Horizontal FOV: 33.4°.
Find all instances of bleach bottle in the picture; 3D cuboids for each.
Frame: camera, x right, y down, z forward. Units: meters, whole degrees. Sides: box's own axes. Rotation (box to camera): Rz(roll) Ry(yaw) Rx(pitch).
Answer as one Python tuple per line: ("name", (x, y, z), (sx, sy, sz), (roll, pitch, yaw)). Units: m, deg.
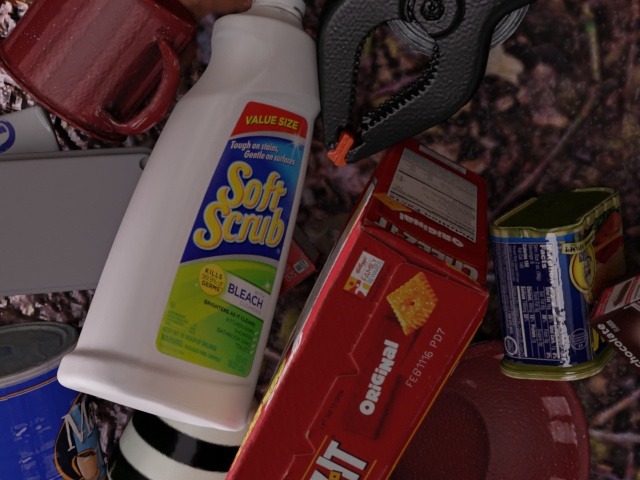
("bleach bottle", (-0.056, -0.031, 0.579), (0.068, 0.102, 0.251), (-1, 69, 45))

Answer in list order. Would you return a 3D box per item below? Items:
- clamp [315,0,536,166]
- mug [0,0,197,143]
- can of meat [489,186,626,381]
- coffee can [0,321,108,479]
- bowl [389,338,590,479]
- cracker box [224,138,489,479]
("clamp", (0.069, -0.126, 0.562), (0.164, 0.036, 0.210), (23, 114, -6))
("mug", (-0.118, -0.108, 0.600), (0.081, 0.093, 0.117), (-49, 55, 13))
("can of meat", (0.136, 0.021, 0.600), (0.058, 0.101, 0.084), (-1, 105, 33))
("coffee can", (-0.192, 0.135, 0.683), (0.103, 0.102, 0.140), (-6, 105, 10))
("bowl", (0.086, 0.137, 0.641), (0.161, 0.055, 0.162), (-1, 92, -31))
("cracker box", (0.026, 0.047, 0.565), (0.072, 0.213, 0.164), (27, 108, 0))
